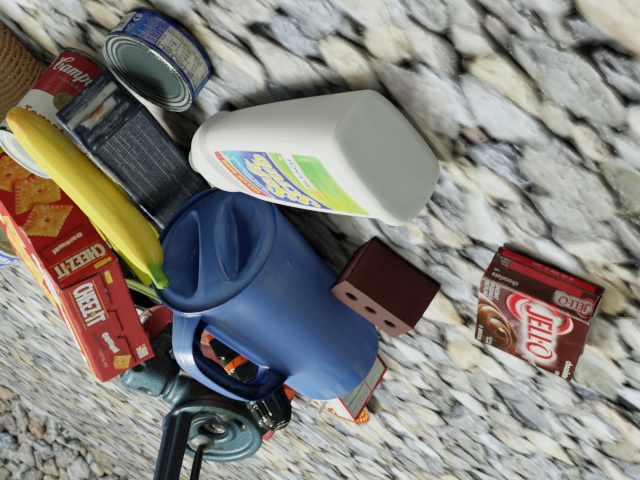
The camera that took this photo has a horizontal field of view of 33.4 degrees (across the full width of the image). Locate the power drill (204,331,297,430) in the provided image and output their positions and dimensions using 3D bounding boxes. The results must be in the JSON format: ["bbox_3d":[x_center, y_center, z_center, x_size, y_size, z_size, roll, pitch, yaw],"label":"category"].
[{"bbox_3d":[-0.073,0.136,1.181,0.184,0.057,0.187,61,177,19],"label":"power drill"}]

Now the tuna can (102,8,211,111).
[{"bbox_3d":[-0.131,-0.145,0.860,0.086,0.033,0.086,28,157,13],"label":"tuna can"}]

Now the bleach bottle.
[{"bbox_3d":[-0.025,-0.064,0.852,0.102,0.068,0.251,47,156,-28],"label":"bleach bottle"}]

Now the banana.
[{"bbox_3d":[-0.196,-0.042,0.927,0.197,0.037,0.070,48,170,-15],"label":"banana"}]

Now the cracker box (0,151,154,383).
[{"bbox_3d":[-0.267,0.022,1.113,0.214,0.072,0.164,48,159,36],"label":"cracker box"}]

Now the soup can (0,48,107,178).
[{"bbox_3d":[-0.239,-0.115,0.973,0.068,0.102,0.068,28,157,13],"label":"soup can"}]

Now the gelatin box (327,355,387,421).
[{"bbox_3d":[0.031,0.146,1.178,0.030,0.073,0.089,14,151,38],"label":"gelatin box"}]

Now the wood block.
[{"bbox_3d":[-0.358,-0.127,1.066,0.090,0.090,0.207,48,144,-16],"label":"wood block"}]

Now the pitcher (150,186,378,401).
[{"bbox_3d":[-0.045,0.069,1.015,0.242,0.149,0.145,46,-169,-47],"label":"pitcher"}]

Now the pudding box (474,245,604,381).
[{"bbox_3d":[0.175,0.061,0.865,0.090,0.039,0.113,25,156,18],"label":"pudding box"}]

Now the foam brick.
[{"bbox_3d":[0.057,0.044,0.969,0.078,0.051,0.053,36,158,-6],"label":"foam brick"}]
